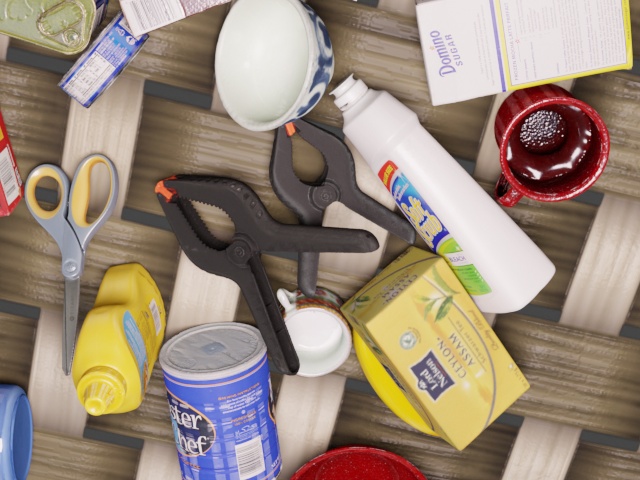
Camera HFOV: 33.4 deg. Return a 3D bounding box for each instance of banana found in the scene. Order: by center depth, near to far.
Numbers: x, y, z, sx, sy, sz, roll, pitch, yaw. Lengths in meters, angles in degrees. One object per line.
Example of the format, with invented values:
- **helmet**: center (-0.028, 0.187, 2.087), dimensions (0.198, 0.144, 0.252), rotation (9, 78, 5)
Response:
- **banana**: center (0.076, 0.122, 1.049), dimensions (0.070, 0.037, 0.198), rotation (-18, 111, 9)

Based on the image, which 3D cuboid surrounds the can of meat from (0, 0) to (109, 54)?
- **can of meat**: center (-0.232, -0.203, 0.894), dimensions (0.102, 0.084, 0.057), rotation (17, 113, -6)

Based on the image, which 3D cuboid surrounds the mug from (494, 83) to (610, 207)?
- **mug**: center (0.192, -0.081, 0.939), dimensions (0.093, 0.081, 0.117), rotation (28, 110, -10)

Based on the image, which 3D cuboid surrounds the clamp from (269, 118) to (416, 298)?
- **clamp**: center (-0.003, -0.033, 0.978), dimensions (0.120, 0.039, 0.171), rotation (-38, 101, -6)

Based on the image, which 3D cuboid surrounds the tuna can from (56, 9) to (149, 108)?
- **tuna can**: center (-0.185, -0.155, 0.913), dimensions (0.033, 0.086, 0.086), rotation (41, 107, -16)

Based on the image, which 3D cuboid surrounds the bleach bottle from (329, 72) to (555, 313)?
- **bleach bottle**: center (0.098, -0.045, 0.957), dimensions (0.068, 0.103, 0.250), rotation (-45, 100, -13)

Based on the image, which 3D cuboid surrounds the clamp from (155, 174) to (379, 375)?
- **clamp**: center (-0.056, 0.001, 0.963), dimensions (0.210, 0.036, 0.165), rotation (43, 117, 7)

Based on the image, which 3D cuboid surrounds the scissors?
- **scissors**: center (-0.241, 0.014, 0.971), dimensions (0.096, 0.016, 0.202), rotation (14, 80, 11)

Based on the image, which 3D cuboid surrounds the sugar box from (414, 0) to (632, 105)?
- **sugar box**: center (0.174, -0.180, 0.920), dimensions (0.176, 0.048, 0.093), rotation (-9, 112, 8)

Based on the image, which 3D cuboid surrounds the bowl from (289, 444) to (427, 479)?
- **bowl**: center (0.038, 0.268, 1.100), dimensions (0.162, 0.055, 0.162), rotation (0, 112, 1)

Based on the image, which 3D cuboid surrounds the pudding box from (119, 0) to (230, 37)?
- **pudding box**: center (-0.104, -0.211, 0.886), dimensions (0.113, 0.090, 0.039), rotation (-17, 110, 8)

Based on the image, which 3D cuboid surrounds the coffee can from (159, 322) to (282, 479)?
- **coffee can**: center (-0.095, 0.164, 1.034), dimensions (0.103, 0.103, 0.140), rotation (-5, 113, 3)

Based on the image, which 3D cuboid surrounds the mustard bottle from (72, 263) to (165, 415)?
- **mustard bottle**: center (-0.182, 0.100, 0.960), dimensions (0.058, 0.191, 0.096), rotation (-7, 112, 4)
